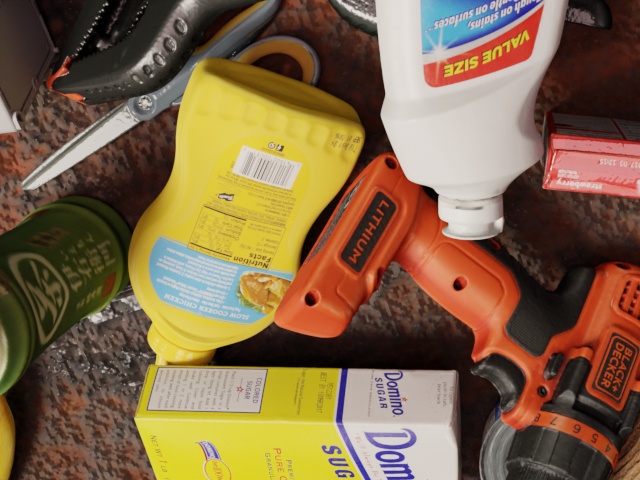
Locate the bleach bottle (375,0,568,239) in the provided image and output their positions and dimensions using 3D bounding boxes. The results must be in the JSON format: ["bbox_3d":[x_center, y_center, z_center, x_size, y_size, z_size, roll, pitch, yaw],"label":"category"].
[{"bbox_3d":[0.075,-0.125,0.481,0.102,0.068,0.251,-6,107,-8],"label":"bleach bottle"}]

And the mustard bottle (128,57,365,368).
[{"bbox_3d":[-0.054,0.001,0.596,0.096,0.058,0.192,16,115,-18],"label":"mustard bottle"}]

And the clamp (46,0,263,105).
[{"bbox_3d":[-0.071,-0.149,0.560,0.210,0.036,0.164,-31,54,32],"label":"clamp"}]

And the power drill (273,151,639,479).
[{"bbox_3d":[0.074,0.057,0.541,0.187,0.057,0.184,33,64,-7],"label":"power drill"}]

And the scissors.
[{"bbox_3d":[-0.081,-0.071,0.613,0.096,0.016,0.202,42,107,-2],"label":"scissors"}]

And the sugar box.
[{"bbox_3d":[-0.008,0.116,0.610,0.176,0.048,0.093,1,135,11],"label":"sugar box"}]
